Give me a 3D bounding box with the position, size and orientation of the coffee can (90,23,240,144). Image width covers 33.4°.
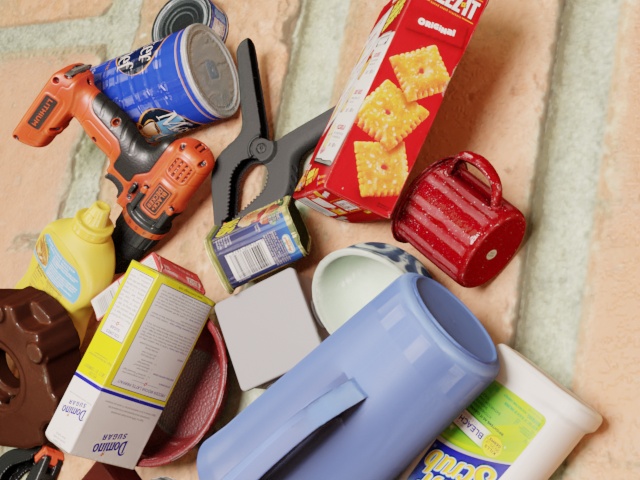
[{"bbox_3d":[-0.171,-0.160,1.143,0.140,0.102,0.103,-16,64,25],"label":"coffee can"}]

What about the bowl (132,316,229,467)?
[{"bbox_3d":[-0.144,0.143,1.037,0.162,0.055,0.162,-11,66,27],"label":"bowl"}]

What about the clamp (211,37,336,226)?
[{"bbox_3d":[-0.043,-0.091,1.076,0.165,0.036,0.210,18,86,23],"label":"clamp"}]

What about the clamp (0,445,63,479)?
[{"bbox_3d":[-0.335,0.282,1.107,0.172,0.039,0.120,-36,59,14],"label":"clamp"}]

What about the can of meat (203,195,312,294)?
[{"bbox_3d":[-0.057,0.001,1.008,0.084,0.102,0.057,-24,100,6],"label":"can of meat"}]

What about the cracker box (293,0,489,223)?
[{"bbox_3d":[0.061,-0.123,0.959,0.072,0.164,0.213,26,84,-9],"label":"cracker box"}]

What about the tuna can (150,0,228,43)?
[{"bbox_3d":[-0.148,-0.236,1.200,0.086,0.033,0.086,-11,66,27],"label":"tuna can"}]

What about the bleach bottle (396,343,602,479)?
[{"bbox_3d":[0.110,0.210,0.857,0.103,0.068,0.251,39,95,38],"label":"bleach bottle"}]

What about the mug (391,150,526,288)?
[{"bbox_3d":[0.124,-0.022,0.913,0.082,0.093,0.117,42,135,30],"label":"mug"}]

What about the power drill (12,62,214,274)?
[{"bbox_3d":[-0.223,-0.076,1.106,0.187,0.057,0.185,41,115,-3],"label":"power drill"}]

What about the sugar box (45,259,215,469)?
[{"bbox_3d":[-0.171,0.115,0.973,0.048,0.093,0.176,26,85,36],"label":"sugar box"}]

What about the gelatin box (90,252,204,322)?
[{"bbox_3d":[-0.173,0.057,1.077,0.089,0.073,0.030,-36,55,14],"label":"gelatin box"}]

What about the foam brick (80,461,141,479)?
[{"bbox_3d":[-0.193,0.257,1.024,0.078,0.051,0.053,41,95,35],"label":"foam brick"}]

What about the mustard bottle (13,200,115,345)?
[{"bbox_3d":[-0.260,0.034,1.101,0.096,0.058,0.192,49,125,24],"label":"mustard bottle"}]

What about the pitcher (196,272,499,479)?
[{"bbox_3d":[0.019,0.141,0.846,0.243,0.145,0.149,-46,24,19],"label":"pitcher"}]
